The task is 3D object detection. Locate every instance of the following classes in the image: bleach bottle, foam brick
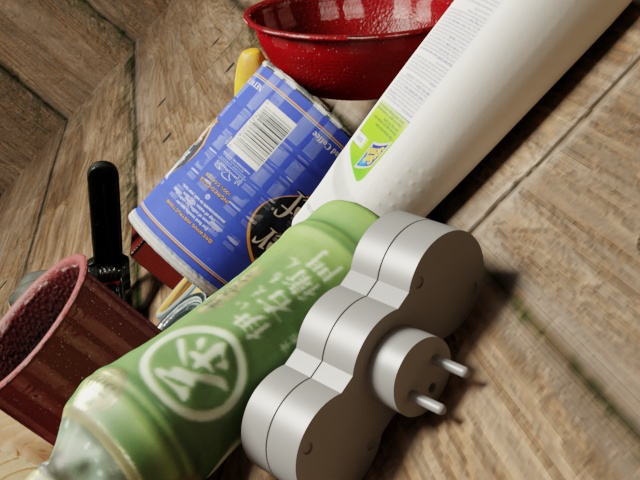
[{"bbox_3d":[0.062,-0.066,0.612,0.251,0.068,0.102,-49,19,8],"label":"bleach bottle"},{"bbox_3d":[-0.128,-0.003,0.917,0.051,0.053,0.078,-46,19,10],"label":"foam brick"}]

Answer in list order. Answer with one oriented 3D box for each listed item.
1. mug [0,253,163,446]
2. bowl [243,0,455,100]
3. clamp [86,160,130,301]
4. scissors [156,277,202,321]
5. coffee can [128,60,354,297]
[{"bbox_3d":[-0.129,0.066,0.571,0.093,0.081,0.117,-52,24,-10],"label":"mug"},{"bbox_3d":[0.027,-0.139,0.759,0.162,0.055,0.162,-2,25,1],"label":"bowl"},{"bbox_3d":[-0.183,0.018,0.917,0.210,0.036,0.164,-178,85,-78],"label":"clamp"},{"bbox_3d":[-0.055,0.001,0.807,0.202,0.016,0.096,-44,20,15],"label":"scissors"},{"bbox_3d":[-0.046,-0.035,0.724,0.140,0.102,0.103,-49,19,2],"label":"coffee can"}]
